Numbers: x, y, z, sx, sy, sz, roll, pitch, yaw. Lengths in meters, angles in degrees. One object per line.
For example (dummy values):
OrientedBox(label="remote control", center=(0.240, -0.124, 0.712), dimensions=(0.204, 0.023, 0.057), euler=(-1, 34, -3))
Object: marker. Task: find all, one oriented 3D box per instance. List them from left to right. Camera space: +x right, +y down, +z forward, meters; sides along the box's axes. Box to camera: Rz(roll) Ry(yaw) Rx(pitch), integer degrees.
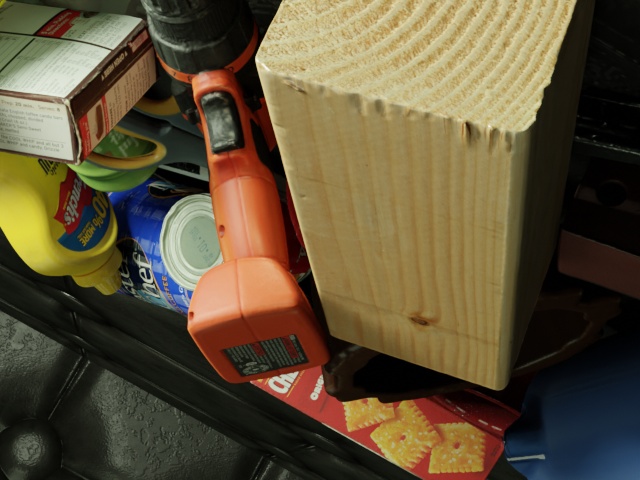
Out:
OrientedBox(label="marker", center=(-0.118, -0.063, 0.813), dimensions=(0.121, 0.020, 0.020), euler=(16, 159, 36))

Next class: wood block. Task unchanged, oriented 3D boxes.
OrientedBox(label="wood block", center=(0.047, -0.029, 0.422), dimensions=(0.091, 0.090, 0.206), euler=(17, 155, 16))

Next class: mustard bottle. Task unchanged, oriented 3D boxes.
OrientedBox(label="mustard bottle", center=(-0.199, -0.032, 0.778), dimensions=(0.058, 0.096, 0.191), euler=(-12, 129, 21))

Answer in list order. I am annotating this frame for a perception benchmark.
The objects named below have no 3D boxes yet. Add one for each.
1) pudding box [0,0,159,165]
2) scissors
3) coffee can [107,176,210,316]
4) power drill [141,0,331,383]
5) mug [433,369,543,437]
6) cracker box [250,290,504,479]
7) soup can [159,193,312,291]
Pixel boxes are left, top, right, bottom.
OrientedBox(label="pudding box", center=(-0.150, -0.082, 0.531), dimensions=(0.114, 0.090, 0.039), euler=(9, 129, 16))
OrientedBox(label="scissors", center=(-0.065, -0.071, 0.685), dimensions=(0.201, 0.096, 0.016), euler=(7, -148, -30))
OrientedBox(label="coffee can", center=(-0.110, 0.007, 0.858), dimensions=(0.141, 0.102, 0.102), euler=(14, 158, 40))
OrientedBox(label="power drill", center=(-0.043, -0.037, 0.517), dimensions=(0.057, 0.187, 0.184), euler=(-12, 156, 5))
OrientedBox(label="mug", center=(0.126, 0.079, 0.727), dimensions=(0.093, 0.081, 0.117), euler=(14, 158, 40))
OrientedBox(label="cracker box", center=(0.045, 0.128, 0.946), dimensions=(0.213, 0.072, 0.164), euler=(31, -175, -8))
OrientedBox(label="soup can", center=(-0.055, 0.001, 0.744), dimensions=(0.069, 0.068, 0.102), euler=(19, -170, 30))
